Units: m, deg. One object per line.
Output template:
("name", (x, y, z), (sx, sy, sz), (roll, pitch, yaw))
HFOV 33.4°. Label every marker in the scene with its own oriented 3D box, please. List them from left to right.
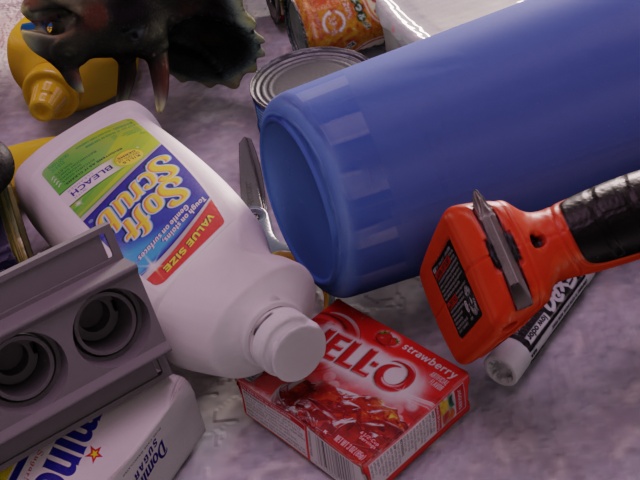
("marker", (0.122, 0.030, 0.551), (0.020, 0.020, 0.121), (20, 47, 32))

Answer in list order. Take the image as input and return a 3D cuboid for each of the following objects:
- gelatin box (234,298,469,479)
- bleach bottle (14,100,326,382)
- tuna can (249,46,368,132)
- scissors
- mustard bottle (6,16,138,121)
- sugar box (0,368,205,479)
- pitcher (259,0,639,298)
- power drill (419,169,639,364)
("gelatin box", (0.015, 0.073, 0.512), (0.073, 0.030, 0.089), (-35, 45, -29))
("bleach bottle", (-0.073, 0.001, 0.568), (0.102, 0.068, 0.251), (-35, 38, -19))
("tuna can", (-0.004, -0.096, 0.724), (0.086, 0.034, 0.086), (-6, 38, 5))
("scissors", (-0.054, 0.001, 0.629), (0.096, 0.016, 0.202), (-20, 39, -12))
("mustard bottle", (-0.183, -0.149, 0.809), (0.096, 0.058, 0.191), (10, 40, -1))
("sugar box", (-0.155, 0.088, 0.517), (0.176, 0.048, 0.093), (10, 43, 26))
("pitcher", (0.092, -0.057, 0.576), (0.242, 0.149, 0.145), (-20, 50, -17))
("power drill", (0.142, -0.004, 0.485), (0.187, 0.184, 0.057), (-21, 73, -7))
